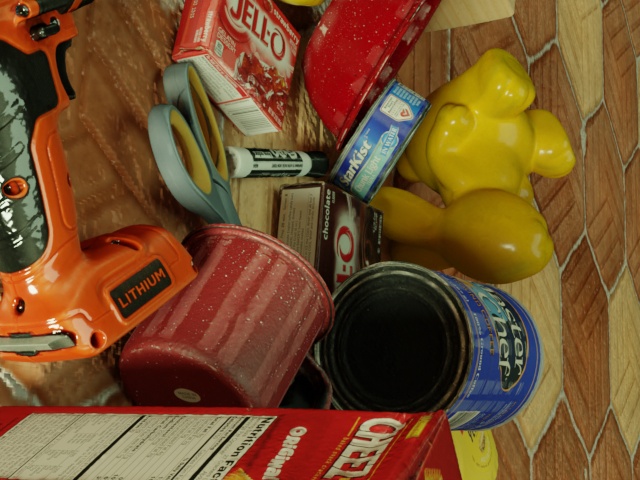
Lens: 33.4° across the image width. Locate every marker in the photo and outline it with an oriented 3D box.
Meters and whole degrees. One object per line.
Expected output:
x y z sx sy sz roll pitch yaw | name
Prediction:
-0.027 -0.049 0.678 0.120 0.020 0.020 -7 92 -62 | marker

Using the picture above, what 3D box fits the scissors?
-0.054 0.001 0.589 0.096 0.016 0.202 -47 121 -74 | scissors

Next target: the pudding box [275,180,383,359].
0.005 0.025 0.707 0.089 0.039 0.113 22 67 -60 | pudding box

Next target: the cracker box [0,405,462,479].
-0.043 0.147 0.410 0.072 0.214 0.164 -44 124 -56 | cracker box

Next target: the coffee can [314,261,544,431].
0.073 0.072 0.682 0.140 0.103 0.103 16 72 -60 | coffee can

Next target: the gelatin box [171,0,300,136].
-0.048 -0.116 0.637 0.089 0.030 0.073 46 47 -51 | gelatin box

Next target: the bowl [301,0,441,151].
0.034 -0.142 0.719 0.162 0.055 0.162 -57 179 -2 | bowl

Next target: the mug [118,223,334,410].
-0.042 0.060 0.551 0.117 0.093 0.081 45 48 -17 | mug

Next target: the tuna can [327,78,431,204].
0.042 -0.068 0.744 0.086 0.034 0.086 -57 178 -3 | tuna can

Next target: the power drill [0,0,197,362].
-0.115 -0.055 0.475 0.184 0.057 0.187 -41 120 -55 | power drill
